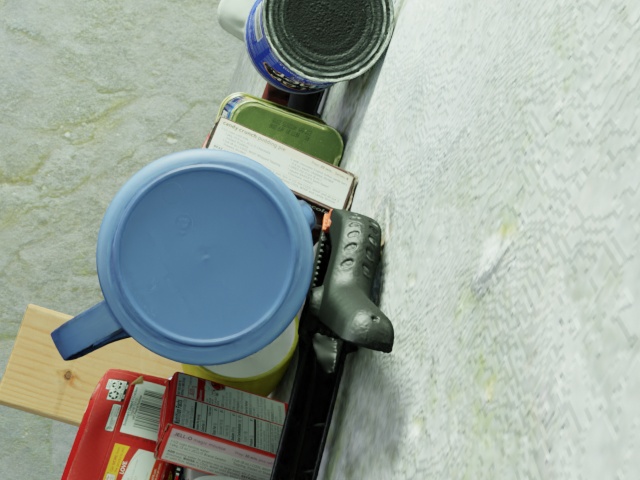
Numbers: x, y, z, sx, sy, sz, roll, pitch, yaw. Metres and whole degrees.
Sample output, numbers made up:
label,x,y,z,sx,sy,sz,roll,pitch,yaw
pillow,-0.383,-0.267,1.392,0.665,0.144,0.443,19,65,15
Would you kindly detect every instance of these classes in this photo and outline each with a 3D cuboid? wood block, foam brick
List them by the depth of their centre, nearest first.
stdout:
label,x,y,z,sx,sy,sz,roll,pitch,yaw
wood block,-0.175,0.132,0.959,0.090,0.206,0.091,147,140,-74
foam brick,-0.038,-0.133,1.117,0.078,0.053,0.051,-96,26,-65

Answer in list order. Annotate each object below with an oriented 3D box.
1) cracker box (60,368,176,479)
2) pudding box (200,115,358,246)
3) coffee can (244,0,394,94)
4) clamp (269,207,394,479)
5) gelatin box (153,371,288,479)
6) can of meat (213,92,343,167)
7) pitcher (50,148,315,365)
label,x,y,z,sx,sy,sz,roll,pitch,yaw
cracker box,-0.155,0.220,0.783,0.214,0.072,0.164,107,176,-48
pudding box,-0.039,-0.042,0.794,0.090,0.113,0.039,136,154,-70
coffee can,-0.005,-0.175,0.873,0.140,0.102,0.103,-155,83,-80
clamp,0.005,0.056,0.611,0.210,0.036,0.165,-85,14,-60
gelatin box,-0.061,0.124,0.694,0.073,0.089,0.030,-100,30,-69
can of meat,-0.036,-0.084,0.888,0.084,0.102,0.057,-132,61,-76
pitcher,-0.077,0.020,0.635,0.243,0.145,0.149,148,139,-84
